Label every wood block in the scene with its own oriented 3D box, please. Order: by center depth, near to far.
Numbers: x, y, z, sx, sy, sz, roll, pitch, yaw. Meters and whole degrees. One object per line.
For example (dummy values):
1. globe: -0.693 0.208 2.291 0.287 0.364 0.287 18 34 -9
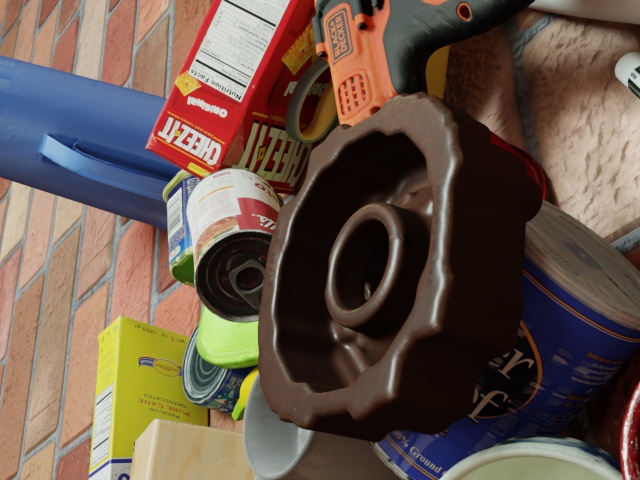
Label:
1. wood block: -0.095 0.240 0.743 0.091 0.090 0.206 130 149 -63

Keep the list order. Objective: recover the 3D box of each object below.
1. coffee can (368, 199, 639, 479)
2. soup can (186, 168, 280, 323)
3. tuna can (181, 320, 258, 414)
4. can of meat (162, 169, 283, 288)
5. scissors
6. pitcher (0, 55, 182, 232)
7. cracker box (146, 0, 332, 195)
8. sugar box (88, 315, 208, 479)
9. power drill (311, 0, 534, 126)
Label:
1. coffee can: 0.096 0.059 0.565 0.140 0.102 0.103 -55 33 22
2. soup can: -0.055 0.001 0.721 0.069 0.068 0.102 -57 23 19
3. tuna can: -0.080 0.098 0.884 0.086 0.033 0.086 -35 44 43
4. can of meat: -0.077 -0.003 0.878 0.058 0.102 0.084 -41 42 38
5. scissors: 0.044 -0.152 0.811 0.016 0.096 0.201 29 82 44
6. pitcher: -0.228 -0.095 1.029 0.149 0.242 0.145 -34 48 52
7. cracker box: -0.027 -0.144 0.828 0.072 0.164 0.214 30 100 19
8. sugar box: -0.140 0.157 0.886 0.048 0.093 0.176 -42 41 37
9. power drill: 0.071 -0.167 0.628 0.188 0.057 0.184 -30 59 39
